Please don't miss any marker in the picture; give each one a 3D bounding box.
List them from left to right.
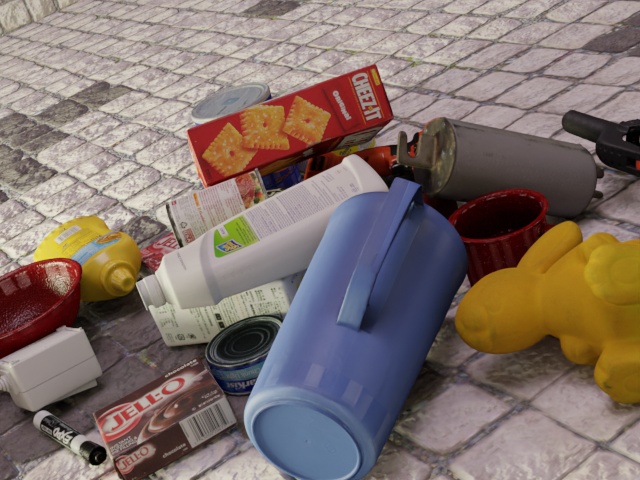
[{"bbox_3d":[-0.234,0.184,0.996,0.020,0.020,0.121,-36,30,-29],"label":"marker"}]

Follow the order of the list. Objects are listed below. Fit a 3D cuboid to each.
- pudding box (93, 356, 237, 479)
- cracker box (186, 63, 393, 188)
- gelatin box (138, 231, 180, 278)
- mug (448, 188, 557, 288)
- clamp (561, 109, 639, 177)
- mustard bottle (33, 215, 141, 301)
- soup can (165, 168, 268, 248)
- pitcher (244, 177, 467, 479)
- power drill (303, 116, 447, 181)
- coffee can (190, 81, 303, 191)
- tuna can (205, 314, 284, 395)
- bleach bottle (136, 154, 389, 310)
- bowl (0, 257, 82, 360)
[{"bbox_3d":[-0.140,0.159,0.953,0.113,0.039,0.090,-26,26,-13],"label":"pudding box"},{"bbox_3d":[-0.038,-0.117,1.188,0.213,0.072,0.164,-19,0,-6],"label":"cracker box"},{"bbox_3d":[-0.172,0.021,1.258,0.073,0.030,0.089,-32,28,-23],"label":"gelatin box"},{"bbox_3d":[0.180,0.010,0.966,0.117,0.081,0.093,0,32,36],"label":"mug"},{"bbox_3d":[0.325,-0.106,1.082,0.120,0.039,0.171,-14,26,1],"label":"clamp"},{"bbox_3d":[-0.262,0.026,1.247,0.096,0.058,0.192,-36,29,-21],"label":"mustard bottle"},{"bbox_3d":[-0.100,-0.025,1.096,0.102,0.068,0.068,-21,26,-1],"label":"soup can"},{"bbox_3d":[0.030,0.071,0.877,0.145,0.149,0.242,-20,28,36],"label":"pitcher"},{"bbox_3d":[0.077,-0.078,1.245,0.188,0.057,0.184,-12,23,11],"label":"power drill"},{"bbox_3d":[-0.090,-0.113,1.332,0.103,0.140,0.103,-16,26,8],"label":"coffee can"},{"bbox_3d":[-0.065,0.107,1.009,0.086,0.034,0.086,-16,26,8],"label":"tuna can"},{"bbox_3d":[-0.057,0.001,1.026,0.250,0.068,0.103,-23,29,-9],"label":"bleach bottle"},{"bbox_3d":[-0.322,0.085,1.160,0.162,0.055,0.162,-18,27,9],"label":"bowl"}]
